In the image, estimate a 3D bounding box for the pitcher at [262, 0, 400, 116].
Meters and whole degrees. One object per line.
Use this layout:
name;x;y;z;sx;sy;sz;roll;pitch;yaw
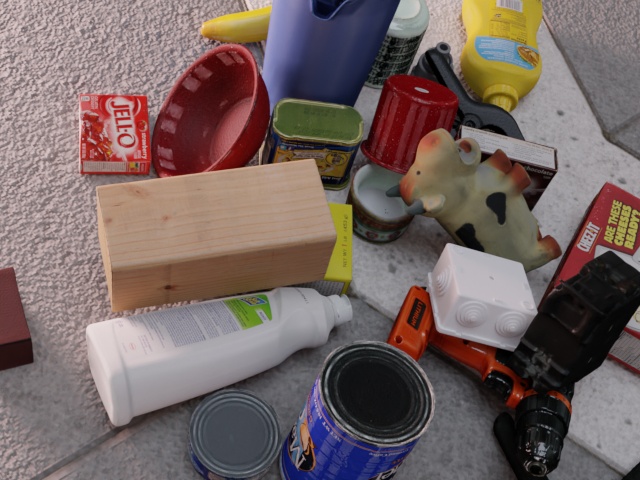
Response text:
pitcher;0.010;-0.230;1.122;0.149;0.243;0.145;-20;66;-23

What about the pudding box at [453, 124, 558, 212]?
pudding box;0.188;-0.073;1.158;0.113;0.090;0.039;11;55;-7

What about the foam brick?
foam brick;-0.299;0.074;0.982;0.053;0.051;0.078;-12;62;-18

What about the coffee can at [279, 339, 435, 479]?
coffee can;0.029;0.168;0.936;0.102;0.140;0.103;10;49;-12

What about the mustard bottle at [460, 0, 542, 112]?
mustard bottle;0.216;-0.221;1.273;0.096;0.058;0.191;12;57;-8

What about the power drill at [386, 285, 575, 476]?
power drill;0.151;0.129;1.021;0.187;0.057;0.184;24;34;1

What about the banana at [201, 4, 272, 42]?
banana;-0.048;-0.272;1.262;0.070;0.037;0.197;35;55;30

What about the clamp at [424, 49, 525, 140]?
clamp;0.155;-0.121;1.201;0.171;0.039;0.120;38;93;4

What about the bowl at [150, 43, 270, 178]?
bowl;-0.104;-0.121;1.110;0.055;0.162;0.162;28;48;-40

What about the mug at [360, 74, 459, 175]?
mug;0.093;-0.129;1.134;0.093;0.081;0.117;5;28;-21

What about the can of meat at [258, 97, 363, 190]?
can of meat;-0.010;-0.102;1.135;0.102;0.084;0.057;5;58;-9

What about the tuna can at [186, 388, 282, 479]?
tuna can;-0.079;0.181;0.976;0.086;0.034;0.086;6;58;-9

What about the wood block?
wood block;-0.099;-0.005;1.000;0.205;0.091;0.090;-8;62;-14

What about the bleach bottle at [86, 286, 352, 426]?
bleach bottle;-0.085;0.095;0.999;0.250;0.068;0.103;-12;35;-21

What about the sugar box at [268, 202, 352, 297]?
sugar box;-0.057;0.001;1.084;0.176;0.048;0.093;6;58;-10

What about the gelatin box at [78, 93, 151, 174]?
gelatin box;-0.218;-0.113;1.127;0.073;0.030;0.089;0;59;-13
